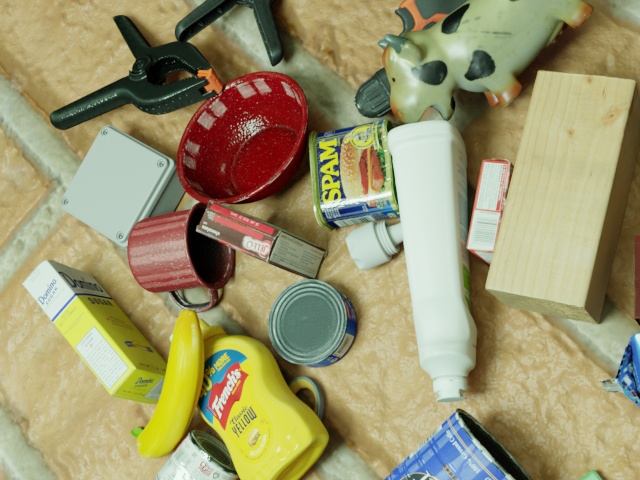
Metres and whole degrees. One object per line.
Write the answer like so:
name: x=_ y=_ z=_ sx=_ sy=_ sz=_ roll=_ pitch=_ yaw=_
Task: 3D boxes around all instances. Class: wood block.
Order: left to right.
wood block: x=0.224 y=-0.038 z=0.966 sx=0.090 sy=0.090 sz=0.206 roll=11 pitch=81 yaw=26

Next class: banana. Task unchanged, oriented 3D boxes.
banana: x=-0.151 y=0.157 z=1.058 sx=0.070 sy=0.037 sz=0.198 roll=50 pitch=130 yaw=28

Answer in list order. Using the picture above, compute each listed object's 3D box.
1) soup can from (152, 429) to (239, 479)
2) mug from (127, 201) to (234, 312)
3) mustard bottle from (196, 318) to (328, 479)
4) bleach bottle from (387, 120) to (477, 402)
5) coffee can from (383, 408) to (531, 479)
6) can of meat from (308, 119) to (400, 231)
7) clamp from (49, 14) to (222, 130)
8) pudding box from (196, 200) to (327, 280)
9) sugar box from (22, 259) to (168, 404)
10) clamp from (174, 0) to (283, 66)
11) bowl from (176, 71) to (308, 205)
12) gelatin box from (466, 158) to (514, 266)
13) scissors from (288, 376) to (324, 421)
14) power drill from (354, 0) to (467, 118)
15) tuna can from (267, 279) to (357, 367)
soup can: x=-0.133 y=0.248 z=1.064 sx=0.069 sy=0.068 sz=0.102 roll=40 pitch=94 yaw=27
mug: x=-0.145 y=0.022 z=1.126 sx=0.082 sy=0.093 sz=0.117 roll=-9 pitch=109 yaw=27
mustard bottle: x=-0.077 y=0.151 z=1.051 sx=0.096 sy=0.058 sz=0.192 roll=-51 pitch=58 yaw=22
bleach bottle: x=0.110 y=0.022 z=0.994 sx=0.068 sy=0.102 sz=0.251 roll=-8 pitch=72 yaw=17
coffee can: x=0.106 y=0.233 z=0.941 sx=0.140 sy=0.102 sz=0.103 roll=-45 pitch=63 yaw=7
can of meat: x=0.039 y=-0.067 z=1.077 sx=0.084 sy=0.057 sz=0.102 roll=-10 pitch=72 yaw=19
clamp: x=-0.194 y=-0.193 z=1.197 sx=0.210 sy=0.036 sz=0.164 roll=3 pitch=60 yaw=31
pudding box: x=-0.057 y=0.001 z=1.069 sx=0.090 sy=0.113 sz=0.039 roll=24 pitch=91 yaw=28
sugar box: x=-0.233 y=0.096 z=1.134 sx=0.048 sy=0.093 sz=0.176 roll=-46 pitch=64 yaw=6
clamp: x=-0.092 y=-0.273 z=1.178 sx=0.120 sy=0.039 sz=0.171 roll=9 pitch=65 yaw=-6
bowl: x=-0.071 y=-0.097 z=1.122 sx=0.162 sy=0.055 sz=0.162 roll=-16 pitch=56 yaw=25
gelatin box: x=0.167 y=-0.024 z=0.998 sx=0.030 sy=0.073 sz=0.089 roll=7 pitch=79 yaw=25
scissors: x=-0.017 y=0.222 z=1.047 sx=0.096 sy=0.016 sz=0.202 roll=-32 pitch=66 yaw=16
power drill: x=0.075 y=-0.238 z=1.063 sx=0.184 sy=0.057 sz=0.187 roll=-34 pitch=98 yaw=8
tuna can: x=-0.007 y=0.084 z=1.069 sx=0.086 sy=0.033 sz=0.086 roll=-6 pitch=74 yaw=23
